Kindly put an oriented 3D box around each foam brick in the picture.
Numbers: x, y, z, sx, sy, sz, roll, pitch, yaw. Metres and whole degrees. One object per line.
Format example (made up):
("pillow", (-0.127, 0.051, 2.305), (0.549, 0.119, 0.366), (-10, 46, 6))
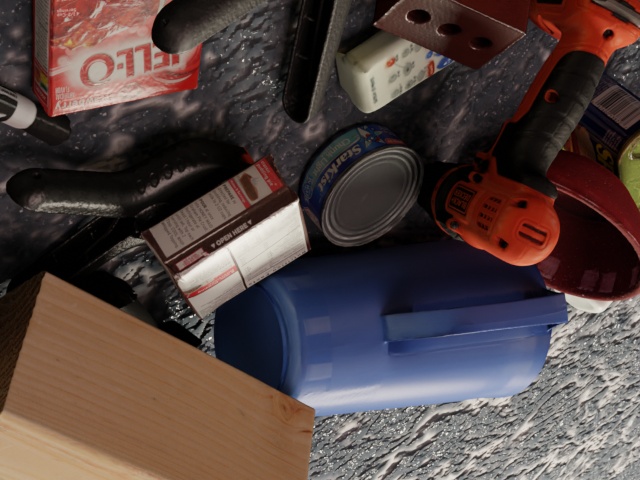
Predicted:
("foam brick", (0.078, -0.144, 0.628), (0.078, 0.051, 0.053), (18, 155, -22))

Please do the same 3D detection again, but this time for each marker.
("marker", (-0.173, -0.074, 0.537), (0.020, 0.020, 0.121), (-49, 144, 11))

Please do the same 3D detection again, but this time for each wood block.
("wood block", (-0.112, 0.113, 0.641), (0.205, 0.091, 0.090), (32, 138, -32))

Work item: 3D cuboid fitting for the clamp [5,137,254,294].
("clamp", (-0.110, -0.024, 0.625), (0.171, 0.039, 0.120), (-28, 162, -22))

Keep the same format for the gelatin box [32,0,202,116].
("gelatin box", (-0.103, -0.108, 0.555), (0.089, 0.030, 0.073), (-15, 137, -31))

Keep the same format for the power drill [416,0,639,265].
("power drill", (0.135, -0.083, 0.720), (0.057, 0.184, 0.188), (22, 97, -19))

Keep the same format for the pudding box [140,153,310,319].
("pudding box", (-0.054, 0.001, 0.662), (0.090, 0.039, 0.113), (-33, 167, -7))

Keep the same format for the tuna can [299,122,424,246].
("tuna can", (0.028, -0.039, 0.746), (0.086, 0.034, 0.086), (-24, 141, -22))

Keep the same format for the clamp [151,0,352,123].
("clamp", (0.009, -0.161, 0.588), (0.210, 0.036, 0.164), (-52, 157, 2))

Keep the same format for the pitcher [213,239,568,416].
("pitcher", (0.053, 0.064, 0.791), (0.242, 0.145, 0.149), (-3, 131, -37))
